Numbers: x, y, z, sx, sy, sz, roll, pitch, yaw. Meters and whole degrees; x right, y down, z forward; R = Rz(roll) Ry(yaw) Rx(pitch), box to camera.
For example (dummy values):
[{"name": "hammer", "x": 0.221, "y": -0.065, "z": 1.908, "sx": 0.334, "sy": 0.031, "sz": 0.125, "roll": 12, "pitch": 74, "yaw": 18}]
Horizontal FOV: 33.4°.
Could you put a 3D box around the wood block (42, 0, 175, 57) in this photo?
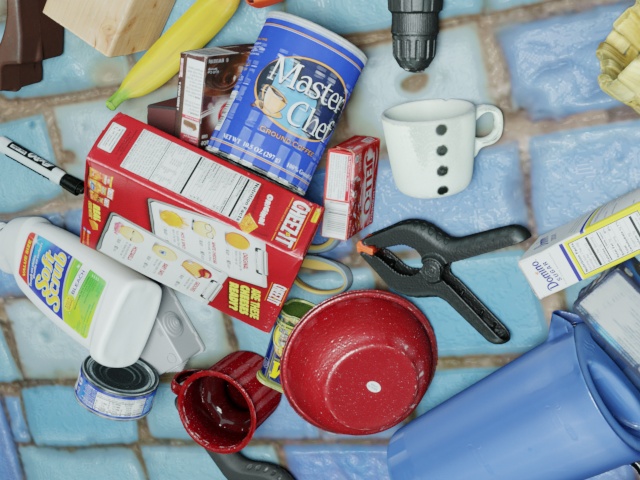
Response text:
[{"name": "wood block", "x": -0.178, "y": -0.294, "z": 1.039, "sx": 0.091, "sy": 0.090, "sz": 0.206, "roll": 35, "pitch": 117, "yaw": 12}]

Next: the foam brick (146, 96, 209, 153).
[{"name": "foam brick", "x": -0.132, "y": -0.116, "z": 1.078, "sx": 0.051, "sy": 0.078, "sz": 0.053, "roll": 9, "pitch": 108, "yaw": 24}]

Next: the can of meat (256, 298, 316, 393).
[{"name": "can of meat", "x": -0.006, "y": 0.118, "z": 1.102, "sx": 0.102, "sy": 0.057, "sz": 0.084, "roll": 23, "pitch": 110, "yaw": 16}]

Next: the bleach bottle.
[{"name": "bleach bottle", "x": -0.286, "y": 0.043, "z": 1.176, "sx": 0.251, "sy": 0.068, "sz": 0.102, "roll": 25, "pitch": 95, "yaw": 36}]

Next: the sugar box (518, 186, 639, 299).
[{"name": "sugar box", "x": 0.264, "y": -0.013, "z": 0.919, "sx": 0.176, "sy": 0.093, "sz": 0.048, "roll": -32, "pitch": 90, "yaw": 29}]

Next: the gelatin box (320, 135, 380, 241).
[{"name": "gelatin box", "x": 0.030, "y": -0.052, "z": 1.025, "sx": 0.030, "sy": 0.073, "sz": 0.089, "roll": 12, "pitch": 109, "yaw": 20}]

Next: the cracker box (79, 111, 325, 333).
[{"name": "cracker box", "x": -0.117, "y": -0.014, "z": 1.016, "sx": 0.213, "sy": 0.072, "sz": 0.164, "roll": 25, "pitch": 148, "yaw": 0}]

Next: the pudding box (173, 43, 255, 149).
[{"name": "pudding box", "x": -0.089, "y": -0.141, "z": 1.030, "sx": 0.039, "sy": 0.113, "sz": 0.090, "roll": 21, "pitch": 114, "yaw": 35}]

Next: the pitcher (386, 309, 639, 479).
[{"name": "pitcher", "x": 0.187, "y": 0.190, "z": 0.995, "sx": 0.144, "sy": 0.149, "sz": 0.243, "roll": 35, "pitch": 127, "yaw": -29}]

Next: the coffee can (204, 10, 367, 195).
[{"name": "coffee can", "x": -0.031, "y": -0.126, "z": 0.987, "sx": 0.103, "sy": 0.102, "sz": 0.140, "roll": 25, "pitch": 89, "yaw": 16}]

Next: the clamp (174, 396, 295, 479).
[{"name": "clamp", "x": -0.096, "y": 0.282, "z": 1.202, "sx": 0.210, "sy": 0.036, "sz": 0.165, "roll": 30, "pitch": 123, "yaw": 9}]

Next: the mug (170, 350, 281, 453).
[{"name": "mug", "x": -0.104, "y": 0.166, "z": 1.146, "sx": 0.117, "sy": 0.081, "sz": 0.093, "roll": 14, "pitch": 111, "yaw": 20}]

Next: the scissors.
[{"name": "scissors", "x": -0.057, "y": 0.001, "z": 1.114, "sx": 0.202, "sy": 0.016, "sz": 0.096, "roll": 17, "pitch": 110, "yaw": 19}]

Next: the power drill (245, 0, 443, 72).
[{"name": "power drill", "x": 0.024, "y": -0.250, "z": 0.980, "sx": 0.188, "sy": 0.057, "sz": 0.184, "roll": 6, "pitch": 104, "yaw": 20}]

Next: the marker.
[{"name": "marker", "x": -0.316, "y": -0.083, "z": 1.204, "sx": 0.121, "sy": 0.020, "sz": 0.020, "roll": 29, "pitch": 115, "yaw": 14}]

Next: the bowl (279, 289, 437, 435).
[{"name": "bowl", "x": 0.043, "y": 0.131, "z": 1.039, "sx": 0.162, "sy": 0.055, "sz": 0.162, "roll": -4, "pitch": 111, "yaw": -10}]

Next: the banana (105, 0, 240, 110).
[{"name": "banana", "x": -0.136, "y": -0.196, "z": 1.061, "sx": 0.037, "sy": 0.069, "sz": 0.198, "roll": 40, "pitch": 123, "yaw": -19}]

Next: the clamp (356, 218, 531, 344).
[{"name": "clamp", "x": 0.117, "y": 0.034, "z": 1.031, "sx": 0.172, "sy": 0.039, "sz": 0.120, "roll": 9, "pitch": 104, "yaw": 29}]

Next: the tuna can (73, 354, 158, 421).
[{"name": "tuna can", "x": -0.216, "y": 0.153, "z": 1.134, "sx": 0.086, "sy": 0.086, "sz": 0.034, "roll": 26, "pitch": 113, "yaw": 15}]
